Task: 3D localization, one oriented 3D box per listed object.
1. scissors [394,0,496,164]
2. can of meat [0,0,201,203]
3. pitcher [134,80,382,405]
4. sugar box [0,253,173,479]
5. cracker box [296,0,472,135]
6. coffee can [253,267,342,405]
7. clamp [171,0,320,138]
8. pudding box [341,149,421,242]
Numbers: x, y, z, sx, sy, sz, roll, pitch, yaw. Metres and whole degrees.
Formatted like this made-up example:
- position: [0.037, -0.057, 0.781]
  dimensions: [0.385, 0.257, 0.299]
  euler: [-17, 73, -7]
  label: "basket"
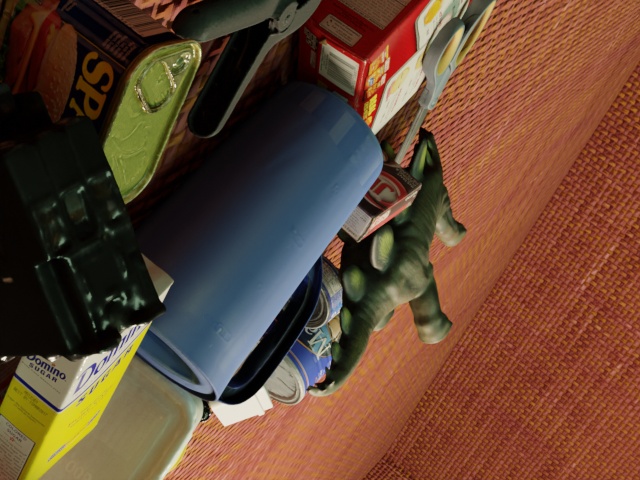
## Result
- position: [0.091, -0.128, 0.931]
  dimensions: [0.096, 0.016, 0.202]
  euler: [-32, 156, -56]
  label: "scissors"
- position: [-0.120, -0.079, 0.542]
  dimensions: [0.057, 0.084, 0.102]
  euler: [-30, 154, -55]
  label: "can of meat"
- position: [-0.055, 0.001, 0.829]
  dimensions: [0.242, 0.145, 0.149]
  euler: [-50, 171, -20]
  label: "pitcher"
- position: [-0.165, 0.090, 0.709]
  dimensions: [0.093, 0.048, 0.176]
  euler: [-45, 174, -48]
  label: "sugar box"
- position: [0.069, -0.189, 0.887]
  dimensions: [0.213, 0.072, 0.164]
  euler: [-49, 167, -20]
  label: "cracker box"
- position: [-0.019, 0.108, 1.250]
  dimensions: [0.140, 0.103, 0.103]
  euler: [-43, 163, -33]
  label: "coffee can"
- position: [-0.039, -0.156, 0.701]
  dimensions: [0.171, 0.039, 0.120]
  euler: [-55, 171, -15]
  label: "clamp"
- position: [0.024, -0.060, 0.967]
  dimensions: [0.089, 0.113, 0.039]
  euler: [-34, 160, -51]
  label: "pudding box"
